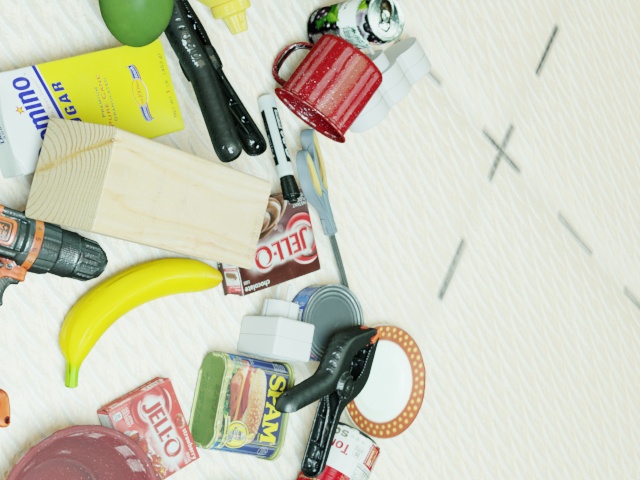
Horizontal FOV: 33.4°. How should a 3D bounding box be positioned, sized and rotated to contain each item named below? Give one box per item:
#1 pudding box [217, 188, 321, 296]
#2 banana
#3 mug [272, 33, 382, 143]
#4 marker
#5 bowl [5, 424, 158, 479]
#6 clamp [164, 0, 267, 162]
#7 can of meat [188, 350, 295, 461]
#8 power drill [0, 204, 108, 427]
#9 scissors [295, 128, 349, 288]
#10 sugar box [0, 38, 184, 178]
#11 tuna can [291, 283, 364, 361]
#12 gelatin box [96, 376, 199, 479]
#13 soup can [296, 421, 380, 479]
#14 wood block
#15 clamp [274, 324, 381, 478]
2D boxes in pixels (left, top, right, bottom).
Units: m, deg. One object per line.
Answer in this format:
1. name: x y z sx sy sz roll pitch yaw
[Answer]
1. pudding box: -0.057 0.001 1.109 0.113 0.039 0.090 -18 99 -38
2. banana: -0.177 0.058 1.016 0.197 0.037 0.069 -35 128 -33
3. mug: 0.003 -0.169 1.129 0.081 0.117 0.093 -54 159 -5
4. marker: -0.043 -0.095 1.112 0.020 0.020 0.121 -1 68 -39
5. bowl: -0.225 0.243 0.954 0.161 0.055 0.162 2 87 -39
6. clamp: -0.112 -0.167 1.048 0.036 0.164 0.210 -26 86 7
7. can of meat: -0.080 0.165 1.074 0.083 0.058 0.102 17 78 -35
8. power drill: -0.283 0.062 0.917 0.184 0.057 0.187 20 73 -33
9. scissors: 0.004 -0.020 1.147 0.096 0.016 0.202 -37 115 -75
10. sugar box: -0.218 -0.124 0.983 0.175 0.048 0.093 -23 102 -38
11. tuna can: 0.005 0.090 1.159 0.085 0.034 0.086 2 87 -39
12. gelatin box: -0.164 0.185 1.022 0.073 0.030 0.089 -27 105 -37
13. soup can: 0.013 0.253 1.136 0.068 0.069 0.102 45 62 -28
14. wood block: -0.149 -0.039 0.967 0.205 0.091 0.090 17 86 -53
15. clamp: 0.009 0.146 1.098 0.171 0.039 0.120 -62 151 -29
